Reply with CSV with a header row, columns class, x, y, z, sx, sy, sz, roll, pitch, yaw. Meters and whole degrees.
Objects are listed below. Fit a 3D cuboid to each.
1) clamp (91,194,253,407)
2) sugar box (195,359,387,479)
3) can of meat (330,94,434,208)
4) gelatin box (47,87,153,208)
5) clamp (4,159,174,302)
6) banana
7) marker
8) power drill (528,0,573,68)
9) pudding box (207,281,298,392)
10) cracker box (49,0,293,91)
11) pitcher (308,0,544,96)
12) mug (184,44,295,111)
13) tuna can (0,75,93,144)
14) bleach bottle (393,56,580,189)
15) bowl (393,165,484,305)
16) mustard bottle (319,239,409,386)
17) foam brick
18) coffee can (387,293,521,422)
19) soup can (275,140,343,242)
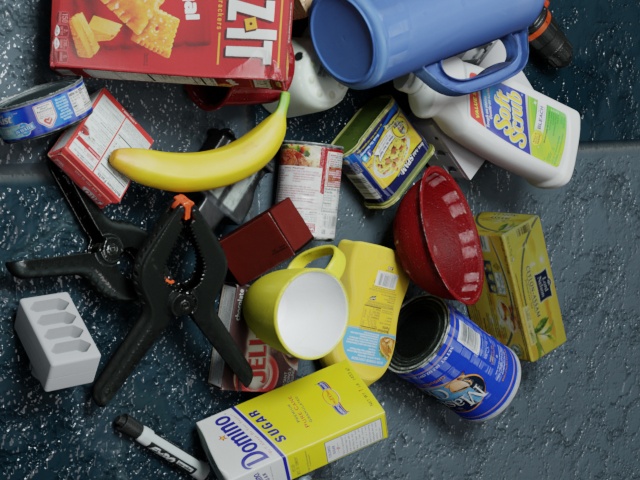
class,x,y,z,sx,sy,sz,roll,pitch,yaw
clamp,-0.128,0.061,1.031,0.164,0.036,0.210,3,105,-30
sugar box,-0.030,0.194,1.096,0.176,0.093,0.048,-20,129,-17
can of meat,0.067,-0.100,1.196,0.084,0.058,0.102,49,67,-27
gelatin box,-0.204,-0.086,0.997,0.073,0.030,0.089,48,44,-29
clamp,-0.209,-0.001,1.013,0.171,0.039,0.120,25,75,-42
banana,-0.106,-0.083,1.025,0.197,0.037,0.069,-24,100,-29
marker,-0.160,0.208,1.080,0.121,0.020,0.020,41,71,-32
power drill,0.285,-0.333,1.334,0.184,0.057,0.187,38,72,-33
pudding box,-0.066,0.103,1.127,0.089,0.039,0.113,8,89,-36
cracker box,-0.131,-0.226,0.963,0.213,0.072,0.164,4,92,1
pitcher,0.112,-0.230,1.085,0.242,0.149,0.145,-29,145,-34
mug,-0.084,-0.187,1.065,0.081,0.093,0.117,-8,68,-40
tuna can,-0.246,-0.116,0.945,0.086,0.086,0.034,-30,112,-31
bleach bottle,0.183,-0.137,1.196,0.250,0.068,0.102,16,82,-34
bowl,0.126,0.001,1.199,0.162,0.055,0.162,39,42,-48
mustard bottle,0.044,0.100,1.196,0.096,0.058,0.191,16,85,-42
foam brick,-0.057,0.001,1.087,0.053,0.078,0.051,58,29,-6
coffee can,0.153,0.139,1.253,0.140,0.103,0.102,36,73,-33
soup can,-0.014,-0.052,1.134,0.068,0.069,0.102,4,92,-37
